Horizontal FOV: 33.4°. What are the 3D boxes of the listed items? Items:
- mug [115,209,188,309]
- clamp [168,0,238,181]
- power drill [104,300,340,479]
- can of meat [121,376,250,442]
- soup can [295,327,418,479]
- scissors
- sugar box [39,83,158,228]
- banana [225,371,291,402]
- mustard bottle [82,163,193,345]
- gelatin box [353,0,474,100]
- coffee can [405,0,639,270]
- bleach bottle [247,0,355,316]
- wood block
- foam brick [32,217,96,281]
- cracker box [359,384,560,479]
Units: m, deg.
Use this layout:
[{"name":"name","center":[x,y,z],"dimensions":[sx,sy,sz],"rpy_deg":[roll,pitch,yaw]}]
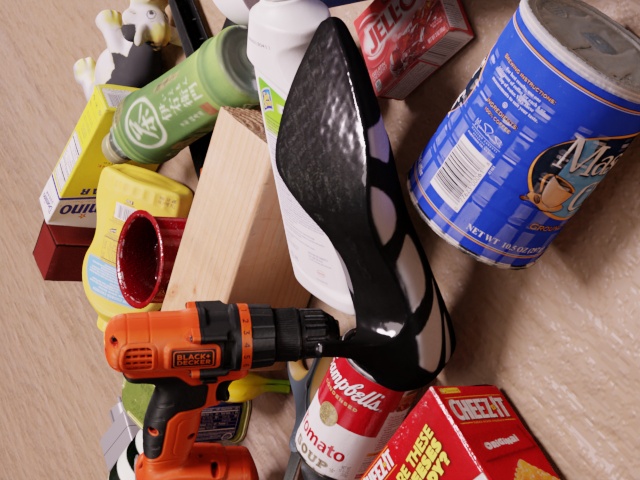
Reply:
[{"name":"mug","center":[-0.132,0.026,1.010],"dimensions":[0.117,0.081,0.093],"rpy_deg":[49,125,42]},{"name":"clamp","center":[-0.095,-0.157,1.006],"dimensions":[0.165,0.036,0.210],"rpy_deg":[-7,84,55]},{"name":"power drill","center":[-0.081,0.132,0.869],"dimensions":[0.057,0.184,0.188],"rpy_deg":[-107,20,-57]},{"name":"can of meat","center":[-0.128,0.150,0.997],"dimensions":[0.102,0.083,0.057],"rpy_deg":[30,112,50]},{"name":"soup can","center":[0.029,0.125,0.806],"dimensions":[0.069,0.068,0.102],"rpy_deg":[52,128,41]},{"name":"scissors","center":[-0.022,0.151,0.909],"dimensions":[0.096,0.016,0.202],"rpy_deg":[55,127,42]},{"name":"sugar box","center":[-0.221,-0.084,1.124],"dimensions":[0.176,0.093,0.048],"rpy_deg":[-56,46,36]},{"name":"banana","center":[-0.108,0.108,0.985],"dimensions":[0.198,0.069,0.037],"rpy_deg":[29,108,49]},{"name":"mustard bottle","center":[-0.196,0.024,1.101],"dimensions":[0.096,0.058,0.192],"rpy_deg":[21,109,14]},{"name":"gelatin box","center":[0.067,-0.159,0.800],"dimensions":[0.089,0.030,0.073],"rpy_deg":[-39,57,44]},{"name":"coffee can","center":[0.131,-0.066,0.653],"dimensions":[0.140,0.102,0.103],"rpy_deg":[-58,46,33]},{"name":"bleach bottle","center":[0.000,-0.074,0.765],"dimensions":[0.103,0.068,0.251],"rpy_deg":[30,140,50]},{"name":"wood block","center":[-0.056,0.001,0.904],"dimensions":[0.090,0.090,0.206],"rpy_deg":[41,120,45]},{"name":"foam brick","center":[-0.275,0.011,1.202],"dimensions":[0.053,0.078,0.051],"rpy_deg":[53,129,43]},{"name":"cracker box","center":[0.107,0.227,0.697],"dimensions":[0.164,0.071,0.214],"rpy_deg":[-58,45,32]}]
